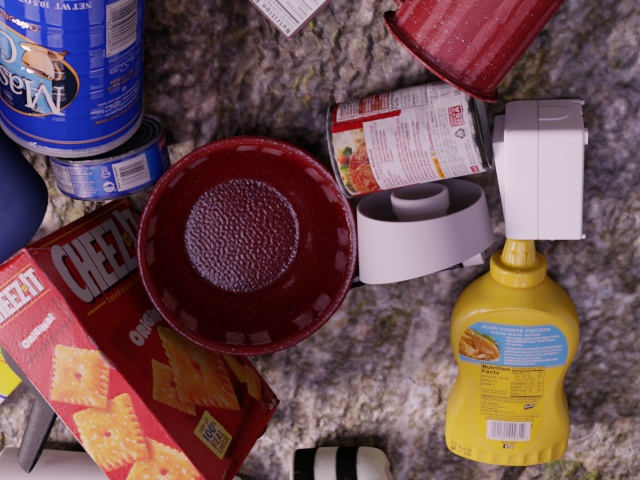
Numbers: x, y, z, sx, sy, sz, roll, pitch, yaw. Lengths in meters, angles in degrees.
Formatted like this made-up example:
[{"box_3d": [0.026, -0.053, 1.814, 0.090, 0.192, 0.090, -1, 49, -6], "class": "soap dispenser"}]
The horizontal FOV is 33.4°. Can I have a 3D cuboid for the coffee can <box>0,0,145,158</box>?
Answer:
[{"box_3d": [-0.167, -0.140, 0.707, 0.103, 0.102, 0.140, 15, 136, 3], "class": "coffee can"}]

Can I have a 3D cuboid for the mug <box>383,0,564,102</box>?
[{"box_3d": [0.090, -0.155, 0.675, 0.117, 0.093, 0.082, 35, 115, -6], "class": "mug"}]

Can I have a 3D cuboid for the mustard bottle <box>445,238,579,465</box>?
[{"box_3d": [0.145, 0.080, 0.809, 0.096, 0.058, 0.192, 3, 119, 8], "class": "mustard bottle"}]

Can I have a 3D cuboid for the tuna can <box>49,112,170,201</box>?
[{"box_3d": [-0.153, -0.062, 0.777, 0.086, 0.086, 0.034, -2, 120, 12], "class": "tuna can"}]

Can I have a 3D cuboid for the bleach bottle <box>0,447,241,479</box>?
[{"box_3d": [-0.167, 0.242, 0.961, 0.251, 0.068, 0.102, 2, 122, 7], "class": "bleach bottle"}]

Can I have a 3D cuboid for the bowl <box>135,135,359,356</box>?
[{"box_3d": [-0.055, 0.001, 0.789, 0.162, 0.055, 0.162, -2, 100, -10], "class": "bowl"}]

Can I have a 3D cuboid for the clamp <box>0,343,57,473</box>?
[{"box_3d": [-0.210, 0.116, 0.869, 0.165, 0.036, 0.210, -11, 120, 19], "class": "clamp"}]

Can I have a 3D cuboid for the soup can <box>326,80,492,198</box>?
[{"box_3d": [0.062, -0.072, 0.738, 0.102, 0.068, 0.068, -10, 116, 16], "class": "soup can"}]

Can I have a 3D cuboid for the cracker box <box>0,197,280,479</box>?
[{"box_3d": [-0.132, 0.083, 0.783, 0.072, 0.164, 0.213, -35, 94, 20], "class": "cracker box"}]
